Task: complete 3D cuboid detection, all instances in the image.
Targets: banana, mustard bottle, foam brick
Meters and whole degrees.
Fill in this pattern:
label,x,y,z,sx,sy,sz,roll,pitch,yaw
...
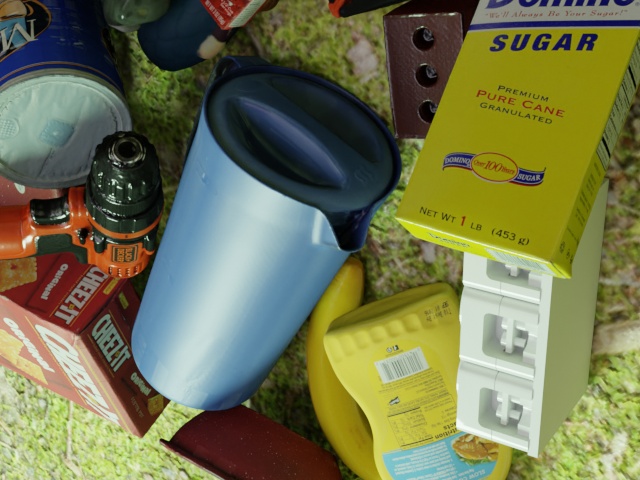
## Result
label,x,y,z,sx,sy,sz,roll,pitch,yaw
banana,0.025,0.107,0.793,0.070,0.037,0.198,-15,106,10
mustard bottle,0.080,0.131,0.742,0.096,0.058,0.191,-21,101,12
foam brick,0.075,-0.105,0.645,0.053,0.051,0.078,6,114,33

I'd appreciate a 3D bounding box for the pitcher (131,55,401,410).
label,x,y,z,sx,sy,sz,roll,pitch,yaw
pitcher,-0.055,0.001,0.747,0.145,0.149,0.243,27,130,-2

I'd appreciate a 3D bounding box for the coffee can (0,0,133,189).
label,x,y,z,sx,sy,sz,roll,pitch,yaw
coffee can,-0.193,-0.121,0.751,0.103,0.102,0.140,-58,37,37

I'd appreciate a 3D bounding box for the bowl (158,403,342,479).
label,x,y,z,sx,sy,sz,roll,pitch,yaw
bowl,-0.041,0.168,0.820,0.162,0.055,0.162,27,169,6

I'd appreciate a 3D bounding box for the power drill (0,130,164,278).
label,x,y,z,sx,sy,sz,roll,pitch,yaw
power drill,-0.197,-0.018,0.700,0.185,0.187,0.057,115,152,-65

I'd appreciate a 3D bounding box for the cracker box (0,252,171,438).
label,x,y,z,sx,sy,sz,roll,pitch,yaw
cracker box,-0.235,0.064,0.887,0.214,0.072,0.164,21,150,26

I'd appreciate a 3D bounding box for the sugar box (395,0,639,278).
label,x,y,z,sx,sy,sz,roll,pitch,yaw
sugar box,0.116,-0.075,0.572,0.093,0.048,0.176,17,84,28
